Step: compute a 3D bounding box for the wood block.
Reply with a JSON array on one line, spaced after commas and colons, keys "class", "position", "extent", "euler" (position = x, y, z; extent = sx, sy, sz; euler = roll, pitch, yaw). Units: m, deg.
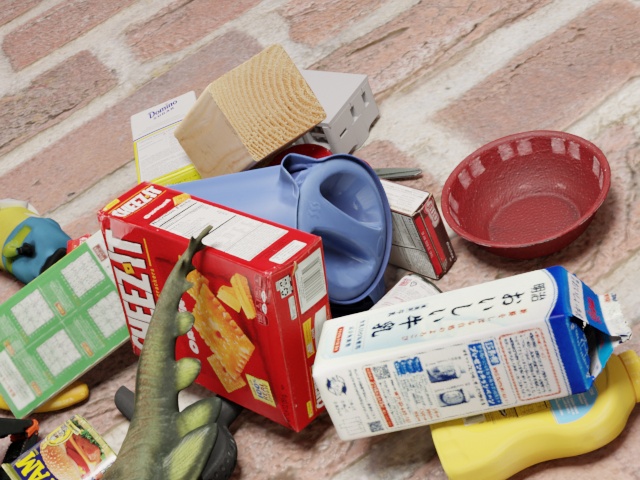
[{"class": "wood block", "position": [-0.080, -0.123, 1.127], "extent": [0.090, 0.090, 0.206], "euler": [-35, 4, -17]}]

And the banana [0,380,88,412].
[{"class": "banana", "position": [-0.323, 0.144, 1.108], "extent": [0.198, 0.037, 0.069], "euler": [17, 55, 39]}]

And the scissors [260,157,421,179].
[{"class": "scissors", "position": [0.006, -0.058, 1.180], "extent": [0.202, 0.016, 0.096], "euler": [12, 53, 37]}]

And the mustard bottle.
[{"class": "mustard bottle", "position": [0.182, 0.130, 0.846], "extent": [0.191, 0.058, 0.096], "euler": [-20, 34, 6]}]

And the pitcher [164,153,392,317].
[{"class": "pitcher", "position": [-0.057, 0.001, 1.020], "extent": [0.243, 0.149, 0.144], "euler": [-2, -1, 42]}]

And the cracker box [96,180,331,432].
[{"class": "cracker box", "position": [-0.090, 0.054, 0.934], "extent": [0.214, 0.164, 0.072], "euler": [18, 39, 36]}]

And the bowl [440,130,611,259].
[{"class": "bowl", "position": [0.199, -0.034, 1.022], "extent": [0.162, 0.055, 0.162], "euler": [-14, 40, 12]}]

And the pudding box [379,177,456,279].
[{"class": "pudding box", "position": [0.070, -0.017, 1.042], "extent": [0.114, 0.090, 0.039], "euler": [17, 55, 40]}]

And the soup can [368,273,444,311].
[{"class": "soup can", "position": [0.065, 0.086, 0.949], "extent": [0.102, 0.068, 0.069], "euler": [-41, 42, -20]}]

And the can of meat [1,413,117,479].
[{"class": "can of meat", "position": [-0.226, 0.215, 0.965], "extent": [0.083, 0.057, 0.102], "euler": [-37, 41, -19]}]

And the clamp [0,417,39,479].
[{"class": "clamp", "position": [-0.314, 0.225, 0.976], "extent": [0.039, 0.120, 0.171], "euler": [-10, 10, 31]}]

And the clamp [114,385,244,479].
[{"class": "clamp", "position": [-0.127, 0.178, 0.951], "extent": [0.165, 0.036, 0.210], "euler": [-14, 30, 14]}]

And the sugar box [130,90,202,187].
[{"class": "sugar box", "position": [-0.180, -0.111, 1.312], "extent": [0.093, 0.048, 0.176], "euler": [-22, 36, 4]}]
